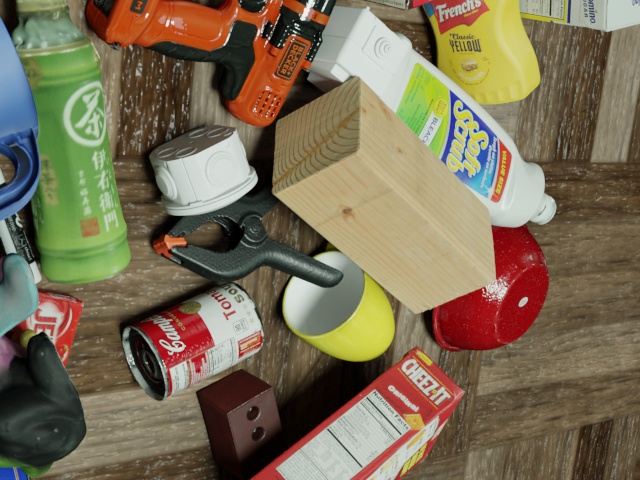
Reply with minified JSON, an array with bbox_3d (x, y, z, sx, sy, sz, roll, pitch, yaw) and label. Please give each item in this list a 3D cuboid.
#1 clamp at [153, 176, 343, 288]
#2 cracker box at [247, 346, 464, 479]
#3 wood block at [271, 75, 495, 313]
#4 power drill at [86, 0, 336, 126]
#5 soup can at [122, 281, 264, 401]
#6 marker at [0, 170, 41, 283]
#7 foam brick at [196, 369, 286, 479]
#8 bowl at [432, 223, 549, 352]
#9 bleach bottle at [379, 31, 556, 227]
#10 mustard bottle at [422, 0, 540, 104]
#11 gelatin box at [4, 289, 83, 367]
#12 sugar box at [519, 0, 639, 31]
[{"bbox_3d":[-0.056,0.001,0.919,0.171,0.039,0.120,-20,82,-29],"label":"clamp"},{"bbox_3d":[0.021,0.211,0.994,0.213,0.072,0.164,-35,160,-26],"label":"cracker box"},{"bbox_3d":[0.059,-0.033,0.930,0.205,0.091,0.090,40,37,-37],"label":"wood block"},{"bbox_3d":[-0.073,-0.193,0.833,0.187,0.057,0.184,16,107,-37],"label":"power drill"},{"bbox_3d":[-0.106,0.084,0.904,0.102,0.069,0.068,-25,117,-31],"label":"soup can"},{"bbox_3d":[-0.235,-0.023,0.790,0.020,0.020,0.121,-25,108,-30],"label":"marker"},{"bbox_3d":[-0.070,0.167,0.968,0.052,0.051,0.078,-26,118,-30],"label":"foam brick"},{"bbox_3d":[0.189,0.055,1.110,0.161,0.055,0.162,-28,132,-36],"label":"bowl"},{"bbox_3d":[0.133,-0.089,1.008,0.250,0.068,0.102,29,81,-29],"label":"bleach bottle"},{"bbox_3d":[0.138,-0.221,0.982,0.058,0.096,0.191,-41,125,-36],"label":"mustard bottle"},{"bbox_3d":[-0.232,0.080,0.829,0.073,0.030,0.089,16,94,-40],"label":"gelatin box"},{"bbox_3d":[0.228,-0.233,0.998,0.093,0.176,0.048,-18,114,-33],"label":"sugar box"}]
